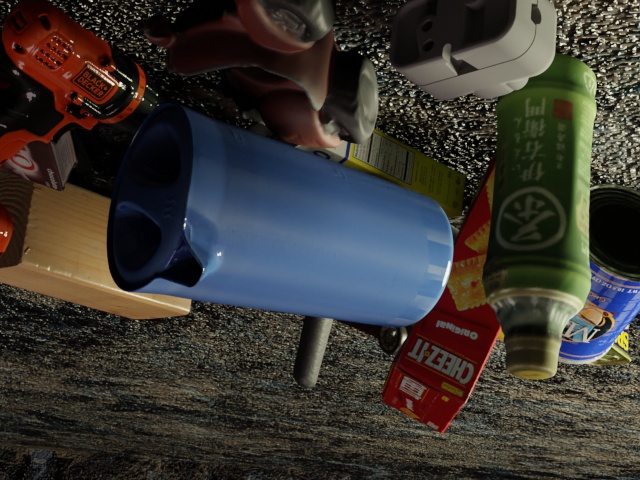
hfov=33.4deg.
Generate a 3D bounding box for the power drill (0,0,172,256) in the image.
[{"bbox_3d":[-0.211,-0.074,0.805,0.188,0.057,0.184,-44,144,6],"label":"power drill"}]

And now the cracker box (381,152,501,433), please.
[{"bbox_3d":[0.130,0.046,0.921,0.072,0.213,0.164,26,164,9],"label":"cracker box"}]

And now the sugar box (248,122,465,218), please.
[{"bbox_3d":[0.031,-0.060,0.914,0.176,0.048,0.094,20,158,-34],"label":"sugar box"}]

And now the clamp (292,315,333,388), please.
[{"bbox_3d":[0.009,0.038,1.033,0.036,0.164,0.210,23,151,32],"label":"clamp"}]

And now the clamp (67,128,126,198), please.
[{"bbox_3d":[-0.207,-0.074,0.975,0.120,0.039,0.172,32,148,-27],"label":"clamp"}]

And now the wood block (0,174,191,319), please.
[{"bbox_3d":[-0.224,0.010,1.030,0.090,0.091,0.205,-7,160,39],"label":"wood block"}]

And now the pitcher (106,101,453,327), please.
[{"bbox_3d":[-0.028,-0.014,0.793,0.242,0.149,0.145,14,165,-32],"label":"pitcher"}]

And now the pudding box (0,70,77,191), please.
[{"bbox_3d":[-0.255,-0.095,0.888,0.090,0.039,0.113,20,155,7],"label":"pudding box"}]
